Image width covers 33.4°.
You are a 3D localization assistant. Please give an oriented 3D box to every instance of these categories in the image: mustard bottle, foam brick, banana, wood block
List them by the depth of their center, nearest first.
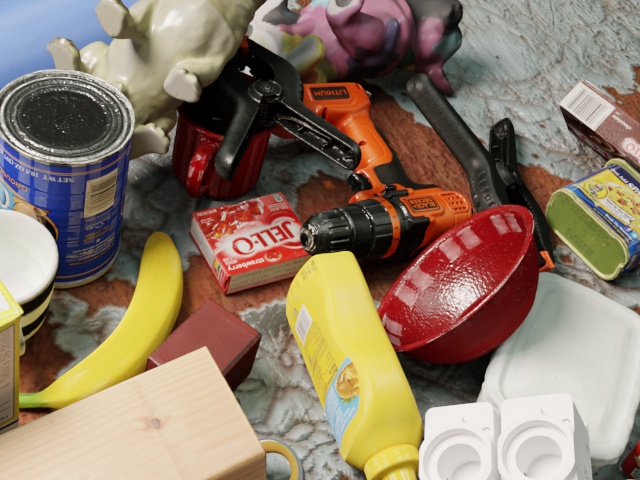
[{"bbox_3d":[-0.145,0.161,0.665,0.205,0.090,0.091,-22,57,-19],"label":"wood block"},{"bbox_3d":[0.029,0.107,0.786,0.058,0.096,0.192,-5,50,-22],"label":"mustard bottle"},{"bbox_3d":[-0.089,0.094,0.794,0.051,0.053,0.078,32,47,13],"label":"foam brick"},{"bbox_3d":[-0.148,0.064,0.813,0.069,0.037,0.197,28,47,8],"label":"banana"}]

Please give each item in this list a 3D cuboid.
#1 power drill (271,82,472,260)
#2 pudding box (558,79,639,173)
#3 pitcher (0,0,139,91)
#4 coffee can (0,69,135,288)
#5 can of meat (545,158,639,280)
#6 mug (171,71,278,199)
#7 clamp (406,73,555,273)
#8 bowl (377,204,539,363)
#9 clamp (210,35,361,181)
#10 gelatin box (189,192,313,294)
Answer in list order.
[{"bbox_3d":[0.025,-0.060,0.952,0.184,0.057,0.188,-7,52,-39],"label":"power drill"},{"bbox_3d":[0.295,-0.102,1.064,0.039,0.090,0.114,-46,68,4],"label":"pudding box"},{"bbox_3d":[-0.245,-0.167,0.944,0.242,0.149,0.145,-30,85,-32],"label":"pitcher"},{"bbox_3d":[-0.201,-0.046,0.826,0.102,0.140,0.103,8,47,-9],"label":"coffee can"},{"bbox_3d":[0.275,-0.019,1.003,0.083,0.057,0.102,-24,59,-30],"label":"can of meat"},{"bbox_3d":[-0.090,-0.083,0.934,0.093,0.082,0.117,19,46,1],"label":"mug"},{"bbox_3d":[0.169,-0.056,0.998,0.164,0.036,0.210,7,52,-51],"label":"clamp"},{"bbox_3d":[0.119,0.046,0.856,0.055,0.162,0.162,47,44,-17],"label":"bowl"},{"bbox_3d":[-0.053,-0.108,0.883,0.120,0.039,0.172,-9,45,-30],"label":"clamp"},{"bbox_3d":[-0.056,0.001,0.903,0.089,0.030,0.073,-14,54,-27],"label":"gelatin box"}]
